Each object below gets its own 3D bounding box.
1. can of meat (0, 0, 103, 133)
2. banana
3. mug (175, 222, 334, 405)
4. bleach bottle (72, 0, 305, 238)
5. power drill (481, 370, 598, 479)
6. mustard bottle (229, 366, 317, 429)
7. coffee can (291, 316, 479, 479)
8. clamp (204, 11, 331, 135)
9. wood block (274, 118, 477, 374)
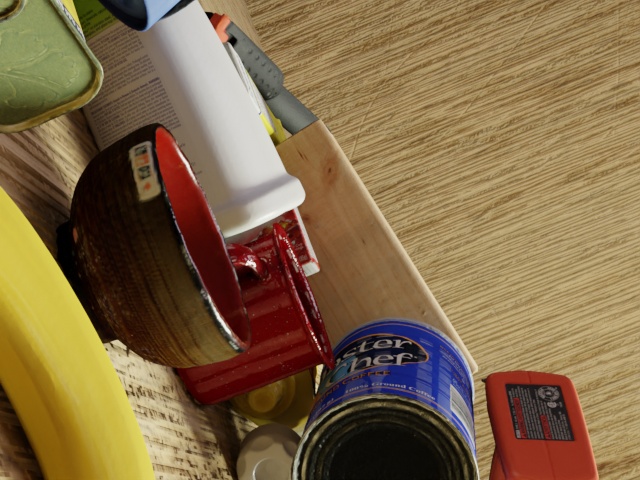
[{"bbox_3d":[-0.135,-0.106,0.421,0.102,0.057,0.084,63,4,-61],"label":"can of meat"},{"bbox_3d":[-0.093,0.040,0.343,0.069,0.037,0.198,-100,168,-78],"label":"banana"},{"bbox_3d":[-0.049,0.041,0.620,0.117,0.081,0.093,63,7,-58],"label":"mug"},{"bbox_3d":[-0.103,-0.118,0.609,0.068,0.103,0.251,-30,98,-56],"label":"bleach bottle"},{"bbox_3d":[0.125,0.190,0.664,0.184,0.057,0.188,-93,-174,-56],"label":"power drill"},{"bbox_3d":[-0.036,0.082,0.753,0.191,0.058,0.096,-87,154,-80],"label":"mustard bottle"},{"bbox_3d":[0.042,0.115,0.641,0.140,0.103,0.103,-63,131,-75],"label":"coffee can"},{"bbox_3d":[-0.059,-0.130,0.838,0.164,0.036,0.210,33,-2,0],"label":"clamp"},{"bbox_3d":[0.022,0.028,0.774,0.206,0.090,0.090,58,6,8],"label":"wood block"}]
